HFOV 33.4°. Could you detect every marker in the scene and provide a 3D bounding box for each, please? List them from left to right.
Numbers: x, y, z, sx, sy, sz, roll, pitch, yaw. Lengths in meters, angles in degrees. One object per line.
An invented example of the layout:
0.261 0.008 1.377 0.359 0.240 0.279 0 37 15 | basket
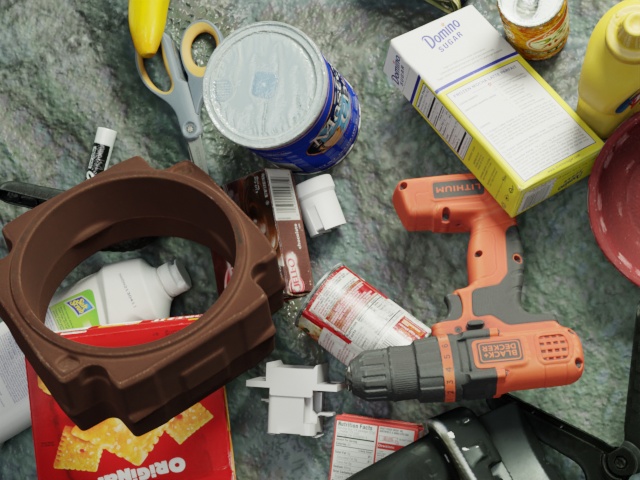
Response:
-0.216 -0.047 1.008 0.020 0.020 0.121 14 88 15 | marker

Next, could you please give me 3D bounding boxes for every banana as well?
-0.135 -0.265 0.991 0.070 0.037 0.198 29 87 35 | banana

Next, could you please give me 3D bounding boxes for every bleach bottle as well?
-0.228 0.097 0.976 0.251 0.068 0.102 -29 83 7 | bleach bottle

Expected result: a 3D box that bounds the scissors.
-0.106 -0.119 0.989 0.096 0.016 0.202 -31 78 9 | scissors

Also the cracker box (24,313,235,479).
-0.157 0.177 0.911 0.164 0.072 0.214 -6 91 -2 | cracker box

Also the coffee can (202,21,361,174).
-0.029 -0.116 0.905 0.103 0.140 0.103 -1 84 14 | coffee can

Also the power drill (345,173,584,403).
0.105 0.039 0.860 0.184 0.057 0.187 -5 63 -1 | power drill

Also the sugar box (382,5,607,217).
0.140 -0.110 0.881 0.093 0.048 0.176 -27 63 -23 | sugar box

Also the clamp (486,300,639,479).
0.244 0.161 0.833 0.165 0.036 0.210 -44 67 27 | clamp

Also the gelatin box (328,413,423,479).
0.046 0.197 0.914 0.073 0.030 0.089 5 86 16 | gelatin box

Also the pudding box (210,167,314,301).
-0.056 0.001 0.934 0.090 0.039 0.113 -17 79 42 | pudding box

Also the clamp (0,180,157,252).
-0.211 -0.026 0.971 0.171 0.039 0.120 -23 70 -16 | clamp

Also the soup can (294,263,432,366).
0.038 0.075 0.908 0.102 0.068 0.068 36 94 14 | soup can
